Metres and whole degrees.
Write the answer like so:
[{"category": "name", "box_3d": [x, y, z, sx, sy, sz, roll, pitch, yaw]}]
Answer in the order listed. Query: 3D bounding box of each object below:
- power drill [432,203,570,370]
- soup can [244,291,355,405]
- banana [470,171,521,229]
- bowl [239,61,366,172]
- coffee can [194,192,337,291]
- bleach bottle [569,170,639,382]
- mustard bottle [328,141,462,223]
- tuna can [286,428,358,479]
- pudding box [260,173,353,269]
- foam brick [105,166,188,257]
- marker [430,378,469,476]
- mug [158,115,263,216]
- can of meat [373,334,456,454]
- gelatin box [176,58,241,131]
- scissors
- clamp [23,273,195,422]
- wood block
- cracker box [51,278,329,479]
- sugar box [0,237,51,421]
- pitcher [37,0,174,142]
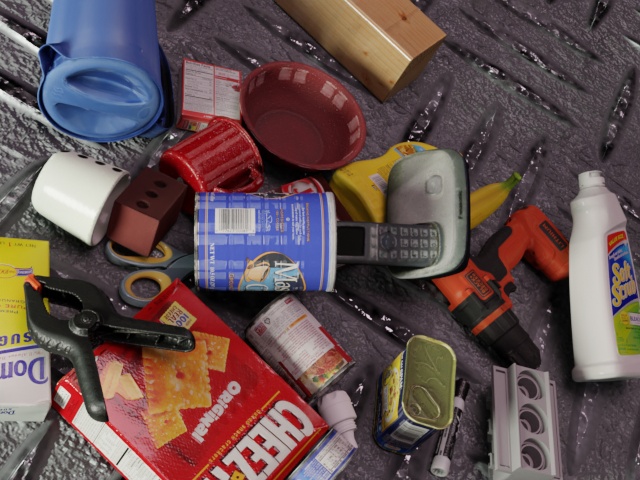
[{"category": "power drill", "box_3d": [0.234, 0.051, 1.279, 0.187, 0.057, 0.184, -32, 79, -39]}, {"category": "soup can", "box_3d": [-0.022, 0.112, 1.108, 0.102, 0.069, 0.068, 47, 51, 10]}, {"category": "banana", "box_3d": [0.152, -0.025, 1.282, 0.197, 0.070, 0.037, -30, 62, -19]}, {"category": "bowl", "box_3d": [-0.029, -0.137, 1.279, 0.162, 0.055, 0.162, 12, 54, -18]}, {"category": "coffee can", "box_3d": [-0.057, 0.001, 1.094, 0.140, 0.103, 0.103, 0, 57, -4]}, {"category": "bleach bottle", "box_3d": [0.334, 0.040, 1.273, 0.102, 0.068, 0.251, 5, 75, -42]}, {"category": "mustard bottle", "box_3d": [0.106, -0.071, 1.299, 0.191, 0.058, 0.096, -25, 68, -36]}, {"category": "tuna can", "box_3d": [-0.004, 0.223, 1.030, 0.034, 0.086, 0.086, 42, 51, 7]}, {"category": "pudding box", "box_3d": [-0.010, -0.015, 1.217, 0.089, 0.039, 0.113, -21, 70, -35]}, {"category": "foam brick", "box_3d": [-0.183, -0.031, 1.123, 0.053, 0.051, 0.078, 25, 37, 2]}, {"category": "marker", "box_3d": [0.142, 0.200, 1.159, 0.020, 0.020, 0.121, 27, 51, -7]}, {"category": "mug", "box_3d": [-0.115, -0.074, 1.168, 0.117, 0.093, 0.081, 29, 49, 34]}, {"category": "can of meat", "box_3d": [0.097, 0.164, 1.119, 0.057, 0.084, 0.102, 19, 52, -14]}, {"category": "gelatin box", "box_3d": [-0.132, -0.168, 1.268, 0.073, 0.030, 0.089, 9, 55, -19]}, {"category": "scissors", "box_3d": [-0.131, 0.039, 1.136, 0.201, 0.016, 0.096, 12, 51, -17]}, {"category": "clamp", "box_3d": [-0.212, 0.091, 0.962, 0.172, 0.039, 0.120, 24, 43, 20]}, {"category": "wood block", "box_3d": [0.050, -0.294, 1.402, 0.206, 0.090, 0.090, 44, 50, 8]}, {"category": "cracker box", "box_3d": [-0.122, 0.165, 1.021, 0.214, 0.072, 0.164, 43, 52, 5]}, {"category": "sugar box", "box_3d": [-0.304, 0.081, 1.007, 0.093, 0.048, 0.176, 4, 56, -24]}, {"category": "pitcher", "box_3d": [-0.238, -0.235, 1.211, 0.145, 0.149, 0.243, 0, 54, -8]}]
